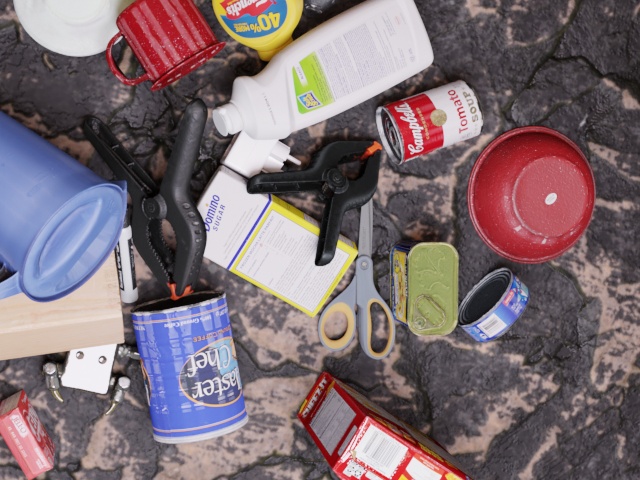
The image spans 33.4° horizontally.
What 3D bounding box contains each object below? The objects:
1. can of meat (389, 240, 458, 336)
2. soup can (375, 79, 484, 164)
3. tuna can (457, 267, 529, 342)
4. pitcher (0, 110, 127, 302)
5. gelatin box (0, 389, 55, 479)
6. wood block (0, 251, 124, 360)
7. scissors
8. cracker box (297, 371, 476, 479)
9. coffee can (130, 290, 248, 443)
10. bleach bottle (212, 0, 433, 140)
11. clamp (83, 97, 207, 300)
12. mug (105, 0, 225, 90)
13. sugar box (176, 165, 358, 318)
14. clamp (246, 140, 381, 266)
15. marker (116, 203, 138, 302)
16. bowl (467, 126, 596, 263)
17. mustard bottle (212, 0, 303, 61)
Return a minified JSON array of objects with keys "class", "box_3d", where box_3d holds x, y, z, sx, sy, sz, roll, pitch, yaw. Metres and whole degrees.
[{"class":"can of meat","box_3d":[0.113,0.050,1.188,0.057,0.084,0.102,-1,94,-12]},{"class":"soup can","box_3d":[0.122,-0.132,1.187,0.102,0.068,0.068,-20,98,-11]},{"class":"tuna can","box_3d":[0.195,0.074,1.207,0.033,0.086,0.086,42,85,-13]},{"class":"pitcher","box_3d":[-0.321,-0.052,1.022,0.243,0.149,0.145,35,102,19]},{"class":"gelatin box","box_3d":[-0.305,0.200,1.108,0.030,0.089,0.073,-28,99,-9]},{"class":"wood block","box_3d":[-0.309,0.064,1.085,0.206,0.091,0.090,-7,69,-11]},{"class":"scissors","box_3d":[0.032,0.038,1.205,0.096,0.016,0.202,-12,88,-2]},{"class":"cracker box","box_3d":[0.072,0.228,1.126,0.164,0.214,0.072,34,88,-12]},{"class":"coffee can","box_3d":[-0.138,0.132,1.132,0.102,0.103,0.140,-11,96,-11]},{"class":"bleach bottle","box_3d":[-0.004,-0.181,1.130,0.250,0.068,0.102,-28,100,-23]},{"class":"clamp","box_3d":[-0.173,-0.043,1.113,0.036,0.165,0.210,-25,114,-52]},{"class":"mug","box_3d":[-0.169,-0.208,1.110,0.117,0.093,0.081,-33,95,-9]},{"class":"sugar box","box_3d":[-0.058,0.001,1.163,0.176,0.048,0.093,31,101,-10]},{"class":"clamp","box_3d":[0.001,-0.062,1.149,0.120,0.039,0.171,43,52,-7]},{"class":"marker","box_3d":[-0.206,0.012,1.125,0.020,0.020,0.121,-6,123,-12]},{"class":"bowl","box_3d":[0.254,-0.051,1.227,0.162,0.055,0.162,-1,94,-12]},{"class":"mustard bottle","box_3d":[-0.071,-0.263,1.120,0.096,0.058,0.191,-7,128,23]}]
